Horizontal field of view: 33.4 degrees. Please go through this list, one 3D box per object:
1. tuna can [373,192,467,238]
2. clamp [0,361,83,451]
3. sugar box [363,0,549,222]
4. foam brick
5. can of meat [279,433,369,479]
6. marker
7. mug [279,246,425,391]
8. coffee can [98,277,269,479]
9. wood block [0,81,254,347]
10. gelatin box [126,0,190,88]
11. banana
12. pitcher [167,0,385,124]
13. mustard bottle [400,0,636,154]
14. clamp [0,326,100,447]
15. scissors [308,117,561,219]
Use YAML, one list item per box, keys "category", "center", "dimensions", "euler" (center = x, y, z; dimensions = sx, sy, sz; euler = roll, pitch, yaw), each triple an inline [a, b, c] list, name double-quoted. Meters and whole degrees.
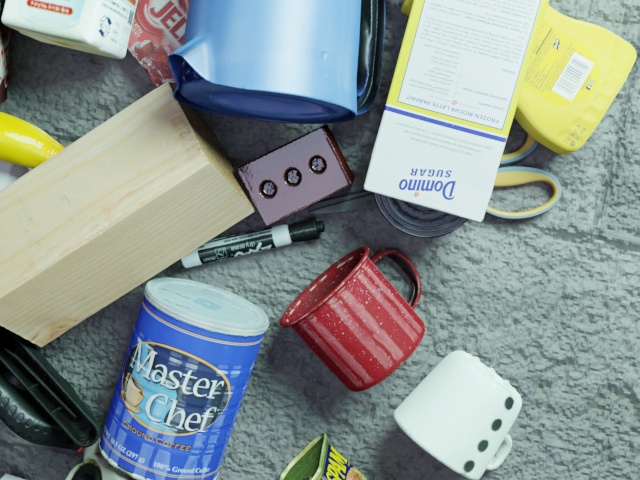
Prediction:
- category: "tuna can"
  center: [0.083, -0.045, 0.832]
  dimensions: [0.086, 0.033, 0.086]
  euler: [1, 97, 7]
- category: "clamp"
  center: [-0.260, 0.111, 0.891]
  dimensions: [0.171, 0.120, 0.039]
  euler: [38, 118, -23]
- category: "sugar box"
  center: [0.098, -0.111, 0.773]
  dimensions: [0.093, 0.048, 0.176]
  euler: [17, 109, 5]
- category: "foam brick"
  center: [-0.019, -0.053, 0.850]
  dimensions: [0.078, 0.051, 0.053]
  euler: [-26, 96, 10]
- category: "can of meat"
  center: [0.012, 0.217, 0.868]
  dimensions: [0.084, 0.102, 0.057]
  euler: [43, 101, -5]
- category: "marker"
  center: [-0.056, 0.001, 0.879]
  dimensions: [0.121, 0.020, 0.020]
  euler: [-13, 98, 8]
- category: "mug"
  center: [0.036, 0.057, 0.852]
  dimensions: [0.081, 0.093, 0.117]
  euler: [48, 64, -8]
- category: "coffee can"
  center: [-0.111, 0.114, 0.861]
  dimensions: [0.103, 0.102, 0.140]
  euler: [19, 101, 2]
- category: "wood block"
  center: [-0.169, -0.018, 0.829]
  dimensions: [0.206, 0.090, 0.090]
  euler: [-32, 60, 6]
- category: "gelatin box"
  center: [-0.112, -0.158, 0.852]
  dimensions: [0.073, 0.030, 0.089]
  euler: [-35, 95, 10]
- category: "banana"
  center: [-0.298, -0.074, 0.828]
  dimensions: [0.198, 0.037, 0.069]
  euler: [-9, 122, -1]
- category: "pitcher"
  center: [-0.020, -0.207, 0.779]
  dimensions: [0.145, 0.149, 0.243]
  euler: [6, 87, 4]
- category: "mustard bottle"
  center: [0.135, -0.153, 0.812]
  dimensions: [0.191, 0.058, 0.096]
  euler: [32, 90, 0]
- category: "clamp"
  center: [-0.257, 0.075, 0.855]
  dimensions: [0.036, 0.210, 0.164]
  euler: [-41, 136, 9]
- category: "scissors"
  center: [0.093, -0.061, 0.855]
  dimensions: [0.202, 0.016, 0.096]
  euler: [5, 99, 5]
